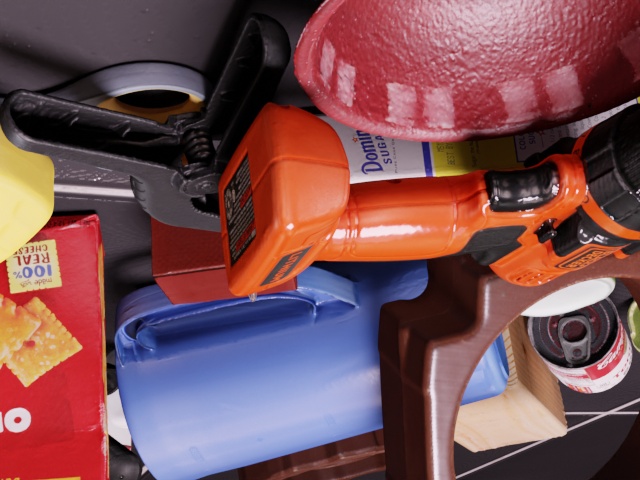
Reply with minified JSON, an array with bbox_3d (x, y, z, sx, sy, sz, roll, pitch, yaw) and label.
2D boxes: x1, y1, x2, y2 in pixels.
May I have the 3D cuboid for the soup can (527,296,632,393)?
[{"bbox_3d":[0.207,0.079,0.843,0.069,0.068,0.102,-14,157,18],"label":"soup can"}]

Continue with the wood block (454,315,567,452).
[{"bbox_3d":[0.129,0.102,0.850,0.090,0.091,0.206,-14,156,18],"label":"wood block"}]

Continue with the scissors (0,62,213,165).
[{"bbox_3d":[-0.136,-0.064,0.481,0.201,0.016,0.096,10,151,-34],"label":"scissors"}]

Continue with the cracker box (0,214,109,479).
[{"bbox_3d":[-0.200,0.096,0.590,0.164,0.214,0.072,-3,157,-8],"label":"cracker box"}]

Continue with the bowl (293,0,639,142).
[{"bbox_3d":[0.068,-0.095,0.399,0.162,0.055,0.162,-5,161,-2],"label":"bowl"}]

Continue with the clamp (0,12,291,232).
[{"bbox_3d":[-0.048,-0.045,0.482,0.120,0.039,0.171,-14,162,17],"label":"clamp"}]

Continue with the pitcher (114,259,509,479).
[{"bbox_3d":[-0.008,0.070,0.703,0.243,0.145,0.149,-15,-174,12],"label":"pitcher"}]

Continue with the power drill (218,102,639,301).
[{"bbox_3d":[0.061,-0.020,0.435,0.187,0.057,0.185,0,161,-18],"label":"power drill"}]

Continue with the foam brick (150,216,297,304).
[{"bbox_3d":[-0.054,0.001,0.610,0.078,0.053,0.051,-7,158,5],"label":"foam brick"}]

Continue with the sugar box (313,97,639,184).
[{"bbox_3d":[0.076,-0.037,0.563,0.176,0.048,0.093,-2,159,0],"label":"sugar box"}]
